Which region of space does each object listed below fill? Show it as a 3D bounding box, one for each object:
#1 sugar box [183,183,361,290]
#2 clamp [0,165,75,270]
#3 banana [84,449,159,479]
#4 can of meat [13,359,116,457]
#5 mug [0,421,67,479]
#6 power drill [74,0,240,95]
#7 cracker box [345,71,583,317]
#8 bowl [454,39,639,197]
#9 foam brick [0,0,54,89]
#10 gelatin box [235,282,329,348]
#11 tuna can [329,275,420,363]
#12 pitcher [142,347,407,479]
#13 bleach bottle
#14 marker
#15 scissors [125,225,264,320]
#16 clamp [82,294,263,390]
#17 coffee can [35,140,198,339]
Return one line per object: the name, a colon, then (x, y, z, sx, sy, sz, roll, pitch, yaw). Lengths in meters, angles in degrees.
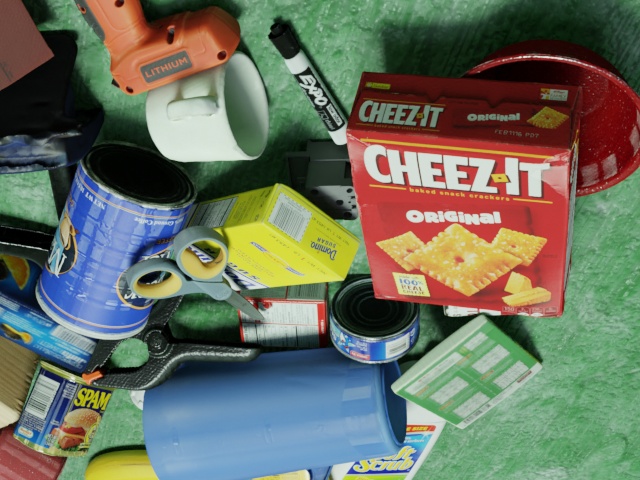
sugar box: (-0.056, 0.001, 0.922, 0.093, 0.048, 0.177, 36, 154, -26)
clamp: (-0.232, -0.004, 0.994, 0.165, 0.036, 0.209, -37, 124, 27)
banana: (-0.200, 0.271, 1.264, 0.198, 0.037, 0.069, -5, 151, 13)
can of meat: (-0.266, 0.176, 1.110, 0.057, 0.084, 0.102, 20, 173, 20)
mug: (-0.356, 0.256, 1.238, 0.081, 0.093, 0.117, 37, 164, -21)
power drill: (-0.135, -0.206, 0.772, 0.185, 0.057, 0.187, -15, 128, 25)
cracker box: (0.115, -0.029, 0.839, 0.164, 0.072, 0.213, 6, 145, 15)
bowl: (0.174, -0.103, 0.824, 0.162, 0.055, 0.162, 11, 146, 7)
foam brick: (-0.248, -0.164, 0.806, 0.053, 0.051, 0.078, -36, 143, -12)
gelatin box: (-0.037, 0.072, 1.051, 0.089, 0.030, 0.073, 2, 136, 5)
tuna can: (0.051, 0.073, 1.003, 0.086, 0.086, 0.034, 1, 133, 5)
pitcher: (-0.040, 0.180, 1.055, 0.243, 0.145, 0.149, -9, 144, 16)
bleach bottle: (0.072, 0.204, 1.147, 0.102, 0.068, 0.251, 14, 132, -11)
marker: (-0.007, -0.126, 0.860, 0.020, 0.020, 0.121, -18, 130, 22)
scissors: (-0.107, 0.046, 0.928, 0.096, 0.016, 0.202, -21, 152, -5)
clamp: (-0.143, 0.099, 1.019, 0.171, 0.039, 0.120, -37, 86, 9)
coffee can: (-0.177, 0.000, 0.920, 0.102, 0.103, 0.140, 19, 117, -12)
